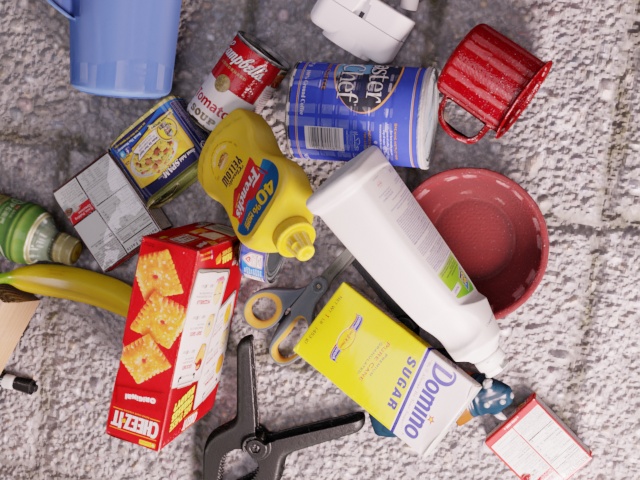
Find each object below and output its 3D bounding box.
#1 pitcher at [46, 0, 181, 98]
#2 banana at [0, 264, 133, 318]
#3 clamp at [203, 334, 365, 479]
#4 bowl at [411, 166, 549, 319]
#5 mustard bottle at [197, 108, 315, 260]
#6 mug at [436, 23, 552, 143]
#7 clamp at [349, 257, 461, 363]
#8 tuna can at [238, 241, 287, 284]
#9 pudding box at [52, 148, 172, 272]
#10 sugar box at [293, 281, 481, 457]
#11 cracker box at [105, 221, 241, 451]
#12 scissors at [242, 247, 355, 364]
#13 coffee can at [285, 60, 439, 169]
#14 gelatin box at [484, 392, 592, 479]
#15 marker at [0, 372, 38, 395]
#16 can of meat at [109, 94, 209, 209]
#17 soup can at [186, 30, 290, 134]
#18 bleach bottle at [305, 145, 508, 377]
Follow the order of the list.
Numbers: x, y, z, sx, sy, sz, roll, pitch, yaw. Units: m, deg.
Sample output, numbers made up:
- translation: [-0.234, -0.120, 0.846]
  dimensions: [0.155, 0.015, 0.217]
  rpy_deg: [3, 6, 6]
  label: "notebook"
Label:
- translation: [-0.213, -0.275, 1.113]
  dimensions: [0.149, 0.145, 0.243]
  rpy_deg: [8, 103, 13]
  label: "pitcher"
- translation: [-0.270, 0.059, 1.209]
  dimensions: [0.198, 0.069, 0.037]
  rpy_deg: [10, 117, 10]
  label: "banana"
- translation: [-0.059, 0.226, 1.196]
  dimensions: [0.164, 0.036, 0.210]
  rpy_deg: [29, 108, 1]
  label: "clamp"
- translation: [0.155, 0.003, 1.104]
  dimensions: [0.162, 0.055, 0.162]
  rpy_deg: [2, 98, 13]
  label: "bowl"
- translation: [-0.056, -0.044, 1.063]
  dimensions: [0.096, 0.058, 0.192]
  rpy_deg: [-56, 45, 20]
  label: "mustard bottle"
- translation: [0.163, -0.152, 1.062]
  dimensions: [0.081, 0.093, 0.117]
  rpy_deg: [37, 96, 11]
  label: "mug"
- translation: [0.089, 0.081, 1.141]
  dimensions: [0.171, 0.039, 0.120]
  rpy_deg: [9, 105, 15]
  label: "clamp"
- translation: [-0.057, 0.001, 1.140]
  dimensions: [0.034, 0.086, 0.086]
  rpy_deg: [15, 101, 12]
  label: "tuna can"
- translation: [-0.235, -0.034, 1.203]
  dimensions: [0.090, 0.039, 0.113]
  rpy_deg: [-34, 91, 15]
  label: "pudding box"
- translation: [0.068, 0.132, 1.101]
  dimensions: [0.176, 0.048, 0.093]
  rpy_deg: [37, 95, 18]
  label: "sugar box"
- translation: [-0.151, 0.093, 1.135]
  dimensions: [0.072, 0.164, 0.214]
  rpy_deg: [16, 101, 12]
  label: "cracker box"
- translation: [-0.019, 0.044, 1.157]
  dimensions: [0.096, 0.016, 0.202]
  rpy_deg: [32, 113, 14]
  label: "scissors"
- translation: [0.044, -0.129, 1.088]
  dimensions: [0.140, 0.102, 0.103]
  rpy_deg: [5, 99, 13]
  label: "coffee can"
- translation: [0.231, 0.219, 1.130]
  dimensions: [0.089, 0.030, 0.073]
  rpy_deg: [45, 104, 4]
  label: "gelatin box"
- translation: [-0.394, 0.164, 1.279]
  dimensions: [0.121, 0.020, 0.020]
  rpy_deg: [11, 100, 12]
  label: "marker"
- translation: [-0.169, -0.097, 1.169]
  dimensions: [0.102, 0.057, 0.084]
  rpy_deg: [-37, 86, 15]
  label: "can of meat"
- translation: [-0.088, -0.162, 1.134]
  dimensions: [0.068, 0.068, 0.102]
  rpy_deg: [39, 105, 6]
  label: "soup can"
- translation: [0.096, 0.032, 1.033]
  dimensions: [0.068, 0.102, 0.251]
  rpy_deg: [-34, 97, 33]
  label: "bleach bottle"
